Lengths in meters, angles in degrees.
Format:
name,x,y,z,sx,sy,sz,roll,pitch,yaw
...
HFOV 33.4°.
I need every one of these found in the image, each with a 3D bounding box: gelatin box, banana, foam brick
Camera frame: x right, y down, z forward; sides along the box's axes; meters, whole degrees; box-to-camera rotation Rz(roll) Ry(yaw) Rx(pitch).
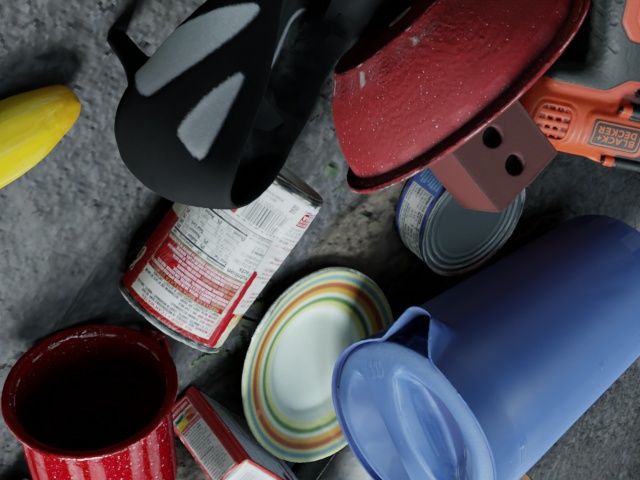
name,x,y,z,sx,sy,sz,roll,pitch,yaw
gelatin box,-0.052,0.140,0.685,0.030,0.073,0.089,-45,139,-1
banana,-0.198,-0.034,0.460,0.197,0.037,0.070,-4,124,-37
foam brick,0.091,-0.062,0.635,0.053,0.051,0.078,-46,108,-11

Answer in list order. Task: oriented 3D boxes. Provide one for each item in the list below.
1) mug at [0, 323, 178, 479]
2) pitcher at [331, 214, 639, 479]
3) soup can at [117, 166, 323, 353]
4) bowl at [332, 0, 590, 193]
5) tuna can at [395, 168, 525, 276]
name,x,y,z,sx,sy,sz,roll,pitch,yaw
mug,-0.118,0.100,0.600,0.117,0.093,0.081,-60,159,-44
pitcher,0.134,0.084,0.730,0.242,0.145,0.149,-29,169,-36
soup can,-0.054,0.001,0.581,0.068,0.069,0.102,28,101,-47
bowl,0.059,-0.099,0.561,0.162,0.162,0.055,-44,106,-3
tuna can,0.092,-0.021,0.707,0.086,0.034,0.086,-21,132,-25
